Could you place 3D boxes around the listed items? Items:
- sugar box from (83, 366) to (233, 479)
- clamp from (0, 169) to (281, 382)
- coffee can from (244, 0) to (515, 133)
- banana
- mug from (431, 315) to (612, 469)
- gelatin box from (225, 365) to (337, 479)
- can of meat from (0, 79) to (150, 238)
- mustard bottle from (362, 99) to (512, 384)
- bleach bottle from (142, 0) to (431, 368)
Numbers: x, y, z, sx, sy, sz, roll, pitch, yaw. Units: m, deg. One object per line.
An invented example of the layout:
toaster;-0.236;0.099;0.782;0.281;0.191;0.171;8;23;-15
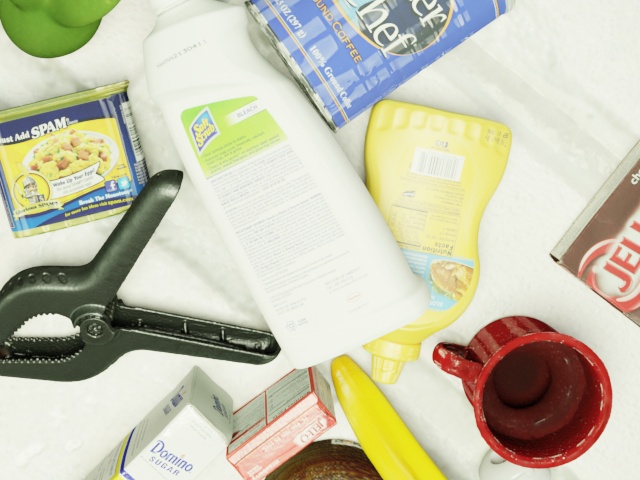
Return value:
sugar box;-0.133;0.171;0.727;0.176;0.093;0.048;-43;99;4
clamp;-0.140;0.054;0.720;0.210;0.036;0.164;-24;122;17
coffee can;0.037;-0.150;0.681;0.140;0.103;0.103;-35;99;3
banana;0.069;0.167;0.749;0.037;0.069;0.198;-39;99;6
mug;0.132;0.096;0.735;0.117;0.081;0.093;16;98;-6
gelatin box;-0.027;0.123;0.727;0.073;0.089;0.030;-37;99;3
can of meat;-0.167;-0.054;0.709;0.102;0.057;0.084;-14;101;-1
mustard bottle;0.063;0.005;0.729;0.096;0.058;0.192;11;98;-4
bleach bottle;-0.030;-0.052;0.657;0.103;0.068;0.251;-25;98;11
